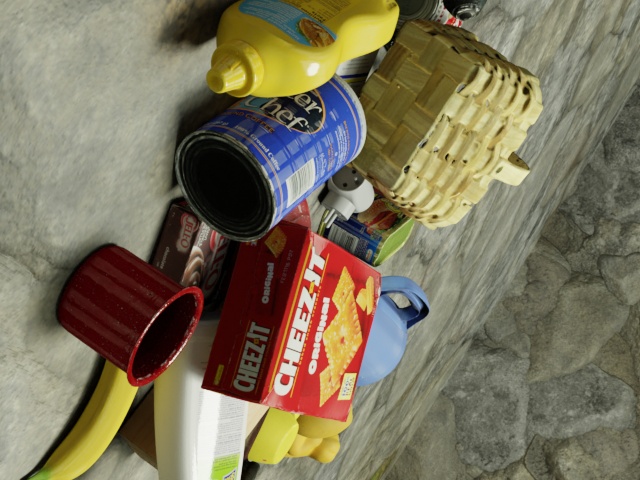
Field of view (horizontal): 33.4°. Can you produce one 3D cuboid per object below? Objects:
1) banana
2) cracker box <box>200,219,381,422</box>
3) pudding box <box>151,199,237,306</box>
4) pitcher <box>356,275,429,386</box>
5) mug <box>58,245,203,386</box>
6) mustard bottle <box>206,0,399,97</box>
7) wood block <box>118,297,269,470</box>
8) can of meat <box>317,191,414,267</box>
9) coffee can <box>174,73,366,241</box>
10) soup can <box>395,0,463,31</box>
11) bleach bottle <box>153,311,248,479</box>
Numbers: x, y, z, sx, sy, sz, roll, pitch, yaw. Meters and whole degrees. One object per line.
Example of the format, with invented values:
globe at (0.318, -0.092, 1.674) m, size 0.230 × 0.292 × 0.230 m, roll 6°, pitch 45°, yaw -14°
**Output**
banana at (-0.197, 0.146, 0.966) m, size 0.198 × 0.037 × 0.069 m, roll -60°, pitch 165°, yaw 6°
cracker box at (-0.018, 0.083, 1.028) m, size 0.213 × 0.072 × 0.164 m, roll 32°, pitch 71°, yaw -65°
pudding box at (-0.113, 0.013, 0.969) m, size 0.089 × 0.039 × 0.114 m, roll -26°, pitch 144°, yaw -61°
pitcher at (0.028, 0.083, 1.298) m, size 0.149 × 0.145 × 0.242 m, roll -59°, pitch 156°, yaw -10°
mug at (-0.152, 0.060, 0.867) m, size 0.093 × 0.081 × 0.117 m, roll -57°, pitch 163°, yaw -5°
mustard bottle at (-0.024, -0.158, 0.827) m, size 0.191 × 0.096 × 0.058 m, roll -41°, pitch 156°, yaw -45°
wood block at (-0.108, 0.158, 1.140) m, size 0.206 × 0.091 × 0.090 m, roll -52°, pitch 158°, yaw -19°
can of meat at (0.059, -0.019, 1.323) m, size 0.101 × 0.084 × 0.057 m, roll -37°, pitch 152°, yaw -50°
coffee can at (-0.040, -0.078, 0.908) m, size 0.140 × 0.103 × 0.103 m, roll -43°, pitch 157°, yaw -42°
soup can at (0.103, -0.242, 1.092) m, size 0.068 × 0.068 × 0.102 m, roll -63°, pitch 162°, yaw 14°
bleach bottle at (-0.119, 0.196, 1.022) m, size 0.102 × 0.068 × 0.251 m, roll 2°, pitch 94°, yaw -45°
